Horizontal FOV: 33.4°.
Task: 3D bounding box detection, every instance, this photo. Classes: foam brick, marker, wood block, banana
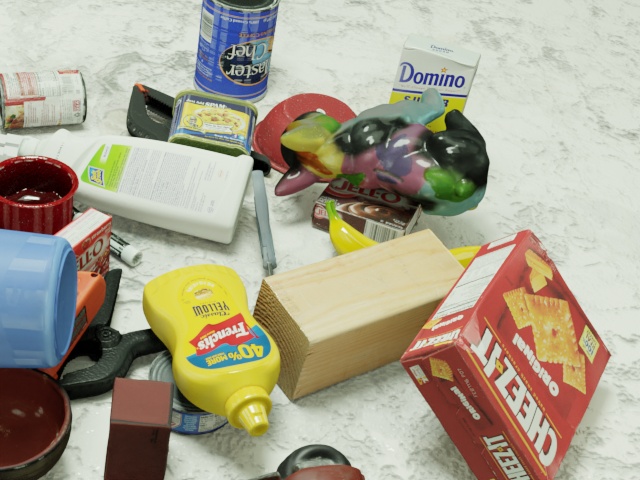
[{"bbox_3d":[-0.155,0.164,0.911,0.053,0.078,0.051,7,37,-10],"label":"foam brick"},{"bbox_3d":[-0.242,-0.009,1.160,0.121,0.020,0.020,31,41,24],"label":"marker"},{"bbox_3d":[0.042,0.071,1.067,0.205,0.091,0.090,-16,51,-32],"label":"wood block"},{"bbox_3d":[0.091,0.015,1.183,0.197,0.069,0.037,17,3,-4],"label":"banana"}]

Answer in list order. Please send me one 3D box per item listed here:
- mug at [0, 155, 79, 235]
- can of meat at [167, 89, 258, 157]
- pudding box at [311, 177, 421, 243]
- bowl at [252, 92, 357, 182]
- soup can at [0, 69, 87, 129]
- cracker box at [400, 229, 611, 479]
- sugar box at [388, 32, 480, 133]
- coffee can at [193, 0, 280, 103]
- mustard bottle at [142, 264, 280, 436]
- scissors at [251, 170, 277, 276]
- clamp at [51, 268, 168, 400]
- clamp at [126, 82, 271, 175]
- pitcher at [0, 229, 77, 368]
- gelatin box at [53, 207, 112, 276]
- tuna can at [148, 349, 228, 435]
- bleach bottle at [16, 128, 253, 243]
[{"bbox_3d":[-0.314,-0.031,1.118,0.117,0.081,0.093,5,38,-9],"label":"mug"},{"bbox_3d":[-0.128,-0.124,1.258,0.102,0.057,0.084,11,45,-7],"label":"can of meat"},{"bbox_3d":[0.056,-0.036,1.256,0.113,0.039,0.090,20,37,11],"label":"pudding box"},{"bbox_3d":[-0.006,-0.142,1.365,0.162,0.055,0.162,7,38,-6],"label":"bowl"},{"bbox_3d":[-0.343,-0.174,1.306,0.102,0.068,0.068,-7,41,-23],"label":"soup can"},{"bbox_3d":[0.183,0.110,1.005,0.164,0.072,0.213,56,40,-10],"label":"cracker box"},{"bbox_3d":[0.129,-0.159,1.320,0.093,0.176,0.048,18,38,8],"label":"sugar box"},{"bbox_3d":[-0.113,-0.268,1.427,0.102,0.140,0.103,7,37,-6],"label":"coffee can"},{"bbox_3d":[-0.090,0.102,0.965,0.096,0.058,0.192,-9,42,-24],"label":"mustard bottle"},{"bbox_3d":[-0.057,0.001,1.141,0.016,0.096,0.202,-8,37,-4],"label":"scissors"},{"bbox_3d":[-0.210,0.091,1.022,0.120,0.039,0.171,33,42,28],"label":"clamp"},{"bbox_3d":[-0.168,-0.127,1.317,0.164,0.036,0.210,-11,47,-29],"label":"clamp"},{"bbox_3d":[-0.327,0.053,0.860,0.242,0.149,0.145,4,38,-3],"label":"pitcher"},{"bbox_3d":[-0.247,0.020,1.076,0.030,0.073,0.089,24,39,16],"label":"gelatin box"},{"bbox_3d":[-0.118,0.139,0.989,0.086,0.034,0.086,7,37,-6],"label":"tuna can"},{"bbox_3d":[-0.208,-0.075,1.184,0.251,0.068,0.102,16,67,-2],"label":"bleach bottle"}]
